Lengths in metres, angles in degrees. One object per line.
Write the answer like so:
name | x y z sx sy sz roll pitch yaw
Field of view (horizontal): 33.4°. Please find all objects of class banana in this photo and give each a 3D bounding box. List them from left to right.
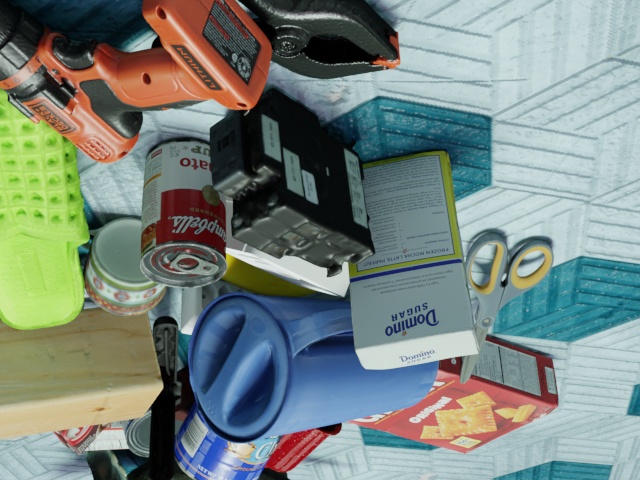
banana | -0.064 0.015 0.988 0.197 0.037 0.070 20 120 -36

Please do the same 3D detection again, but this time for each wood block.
wood block | -0.262 0.124 0.981 0.205 0.090 0.091 -5 155 -26

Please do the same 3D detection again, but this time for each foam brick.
foam brick | -0.131 0.181 1.230 0.078 0.051 0.053 22 141 -34

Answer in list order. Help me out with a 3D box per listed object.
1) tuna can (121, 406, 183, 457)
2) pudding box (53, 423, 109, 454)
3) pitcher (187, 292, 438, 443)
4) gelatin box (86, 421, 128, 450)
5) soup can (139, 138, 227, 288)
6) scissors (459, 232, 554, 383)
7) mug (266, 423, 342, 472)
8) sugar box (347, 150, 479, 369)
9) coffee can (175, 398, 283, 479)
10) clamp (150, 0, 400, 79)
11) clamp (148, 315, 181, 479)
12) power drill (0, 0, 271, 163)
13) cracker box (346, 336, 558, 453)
tuna can | -0.192 0.216 1.267 0.086 0.034 0.086 -12 130 -15
pudding box | -0.244 0.164 1.143 0.039 0.113 0.090 31 158 22
pitcher | 0.010 0.112 1.013 0.149 0.145 0.242 23 -166 41
gelatin box | -0.263 0.234 1.324 0.089 0.030 0.073 -1 149 -6
soup can | -0.109 -0.022 0.855 0.068 0.102 0.068 -2 148 -2
scissors | 0.182 0.067 1.059 0.096 0.016 0.202 -12 132 -3
mug | -0.030 0.212 1.234 0.082 0.093 0.117 -46 152 19
sugar box | 0.069 0.014 0.858 0.093 0.176 0.048 -10 148 11
coffee can | -0.084 0.184 1.139 0.102 0.103 0.140 17 114 -30
clamp | -0.031 -0.142 0.732 0.171 0.039 0.120 17 154 -23
clamp | -0.163 0.146 1.112 0.036 0.164 0.210 3 -174 -8
power drill | -0.141 -0.127 0.695 0.188 0.057 0.184 -6 146 36
cracker box | 0.138 0.170 1.216 0.213 0.072 0.164 20 141 -31
